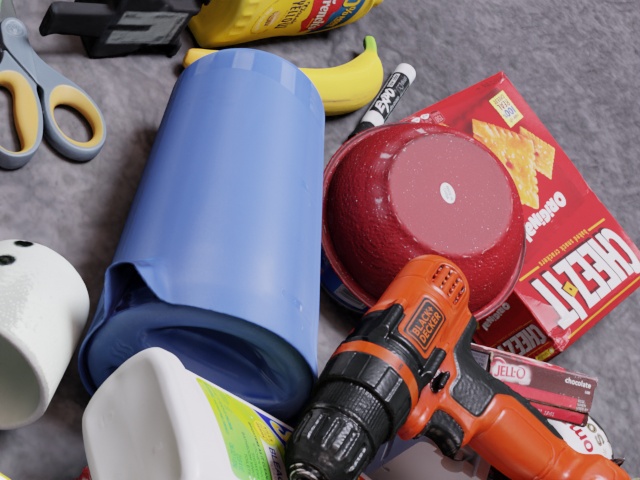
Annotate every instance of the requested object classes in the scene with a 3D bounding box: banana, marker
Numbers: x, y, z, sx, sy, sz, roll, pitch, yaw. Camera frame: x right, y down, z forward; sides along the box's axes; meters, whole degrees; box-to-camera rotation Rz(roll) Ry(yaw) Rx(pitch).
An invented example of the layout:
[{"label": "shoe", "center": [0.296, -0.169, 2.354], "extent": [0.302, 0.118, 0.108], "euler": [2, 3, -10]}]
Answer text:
[{"label": "banana", "center": [-0.015, -0.126, 0.842], "extent": [0.197, 0.037, 0.070], "euler": [-11, 49, -41]}, {"label": "marker", "center": [0.051, -0.110, 0.885], "extent": [0.020, 0.020, 0.121], "euler": [39, 46, -6]}]

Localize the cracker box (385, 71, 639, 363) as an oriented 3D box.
[{"label": "cracker box", "center": [0.148, -0.017, 0.851], "extent": [0.163, 0.072, 0.214], "euler": [-28, 79, -43]}]

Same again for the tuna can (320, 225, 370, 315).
[{"label": "tuna can", "center": [0.035, 0.009, 0.779], "extent": [0.086, 0.034, 0.086], "euler": [18, 51, -24]}]

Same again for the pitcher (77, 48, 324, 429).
[{"label": "pitcher", "center": [-0.054, 0.001, 0.668], "extent": [0.145, 0.149, 0.242], "euler": [14, 47, -9]}]

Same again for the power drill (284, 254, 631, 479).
[{"label": "power drill", "center": [0.080, 0.117, 0.583], "extent": [0.187, 0.057, 0.184], "euler": [47, 44, -7]}]

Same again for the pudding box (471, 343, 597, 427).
[{"label": "pudding box", "center": [0.116, 0.092, 0.724], "extent": [0.089, 0.114, 0.039], "euler": [17, 84, -26]}]

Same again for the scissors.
[{"label": "scissors", "center": [-0.192, -0.129, 0.731], "extent": [0.096, 0.016, 0.202], "euler": [15, 52, -29]}]

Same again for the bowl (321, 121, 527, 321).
[{"label": "bowl", "center": [0.081, -0.022, 0.741], "extent": [0.162, 0.055, 0.162], "euler": [6, 67, -15]}]

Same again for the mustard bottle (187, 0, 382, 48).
[{"label": "mustard bottle", "center": [-0.011, -0.202, 0.852], "extent": [0.191, 0.096, 0.058], "euler": [-17, 70, -42]}]

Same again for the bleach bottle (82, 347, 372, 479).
[{"label": "bleach bottle", "center": [-0.011, 0.147, 0.593], "extent": [0.250, 0.068, 0.103], "euler": [32, 21, -43]}]
